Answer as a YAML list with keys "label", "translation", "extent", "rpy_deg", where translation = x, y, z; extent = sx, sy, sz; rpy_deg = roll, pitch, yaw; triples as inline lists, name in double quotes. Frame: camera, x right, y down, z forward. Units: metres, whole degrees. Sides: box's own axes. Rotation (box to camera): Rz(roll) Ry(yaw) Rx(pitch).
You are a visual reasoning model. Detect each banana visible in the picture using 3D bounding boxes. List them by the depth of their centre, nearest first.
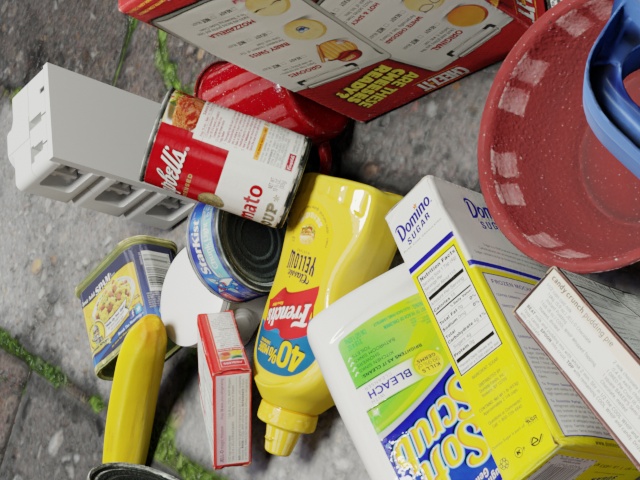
- label: "banana"
  translation: [-0.147, 0.135, 0.849]
  extent: [0.070, 0.037, 0.198]
  rpy_deg: [-127, 45, -59]

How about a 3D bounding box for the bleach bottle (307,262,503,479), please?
- label: "bleach bottle"
  translation: [0.083, 0.128, 0.584]
  extent: [0.102, 0.068, 0.251]
  rpy_deg: [-29, 52, -1]

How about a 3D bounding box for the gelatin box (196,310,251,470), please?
- label: "gelatin box"
  translation: [-0.068, 0.107, 0.763]
  extent: [0.073, 0.030, 0.089]
  rpy_deg: [-115, 22, -57]

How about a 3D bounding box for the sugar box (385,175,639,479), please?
- label: "sugar box"
  translation: [0.106, 0.050, 0.582]
  extent: [0.048, 0.093, 0.176]
  rpy_deg: [-47, 48, 28]

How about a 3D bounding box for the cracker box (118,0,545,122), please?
- label: "cracker box"
  translation: [0.010, -0.160, 0.659]
  extent: [0.164, 0.213, 0.072]
  rpy_deg: [-20, 63, 43]

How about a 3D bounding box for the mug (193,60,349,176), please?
- label: "mug"
  translation: [-0.028, -0.091, 0.783]
  extent: [0.082, 0.093, 0.117]
  rpy_deg: [-19, 92, 38]

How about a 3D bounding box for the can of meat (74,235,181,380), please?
- label: "can of meat"
  translation: [-0.155, 0.059, 0.893]
  extent: [0.102, 0.057, 0.084]
  rpy_deg: [-41, 54, 33]

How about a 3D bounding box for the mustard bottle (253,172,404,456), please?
- label: "mustard bottle"
  translation: [-0.003, 0.053, 0.726]
  extent: [0.096, 0.058, 0.191]
  rpy_deg: [18, 92, 55]

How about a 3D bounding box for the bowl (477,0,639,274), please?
- label: "bowl"
  translation: [0.164, -0.057, 0.578]
  extent: [0.162, 0.055, 0.162]
  rpy_deg: [-17, 66, 44]

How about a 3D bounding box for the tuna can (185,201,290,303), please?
- label: "tuna can"
  translation: [-0.055, 0.001, 0.778]
  extent: [0.034, 0.086, 0.086]
  rpy_deg: [-19, 65, 41]

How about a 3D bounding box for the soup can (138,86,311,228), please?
- label: "soup can"
  translation: [-0.064, -0.055, 0.726]
  extent: [0.068, 0.102, 0.068]
  rpy_deg: [-162, 91, -85]
